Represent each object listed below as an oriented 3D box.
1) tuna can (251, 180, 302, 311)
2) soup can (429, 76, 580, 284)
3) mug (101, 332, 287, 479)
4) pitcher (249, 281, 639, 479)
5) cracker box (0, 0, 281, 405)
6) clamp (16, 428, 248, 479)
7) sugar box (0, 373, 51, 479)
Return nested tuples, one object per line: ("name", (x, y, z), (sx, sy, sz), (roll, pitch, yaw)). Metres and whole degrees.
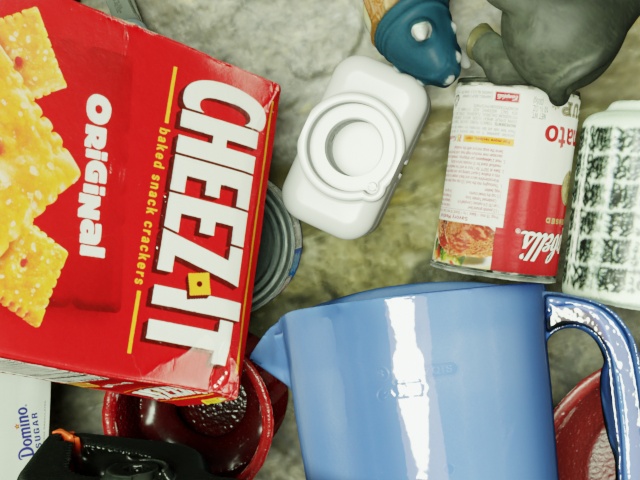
("tuna can", (-0.054, 0.001, 0.615), (0.086, 0.033, 0.086), (0, 93, 9))
("soup can", (0.099, -0.032, 0.572), (0.068, 0.068, 0.102), (8, 93, 9))
("mug", (-0.072, 0.083, 0.598), (0.093, 0.081, 0.117), (-39, 86, 9))
("pitcher", (0.068, 0.140, 0.517), (0.149, 0.144, 0.243), (-14, 81, 52))
("cracker box", (-0.128, -0.023, 0.480), (0.213, 0.072, 0.164), (17, 73, -33))
("clamp", (-0.087, 0.121, 0.473), (0.210, 0.164, 0.036), (5, 99, 50))
("sugar box", (-0.221, 0.090, 0.603), (0.177, 0.048, 0.093), (8, 96, 37))
